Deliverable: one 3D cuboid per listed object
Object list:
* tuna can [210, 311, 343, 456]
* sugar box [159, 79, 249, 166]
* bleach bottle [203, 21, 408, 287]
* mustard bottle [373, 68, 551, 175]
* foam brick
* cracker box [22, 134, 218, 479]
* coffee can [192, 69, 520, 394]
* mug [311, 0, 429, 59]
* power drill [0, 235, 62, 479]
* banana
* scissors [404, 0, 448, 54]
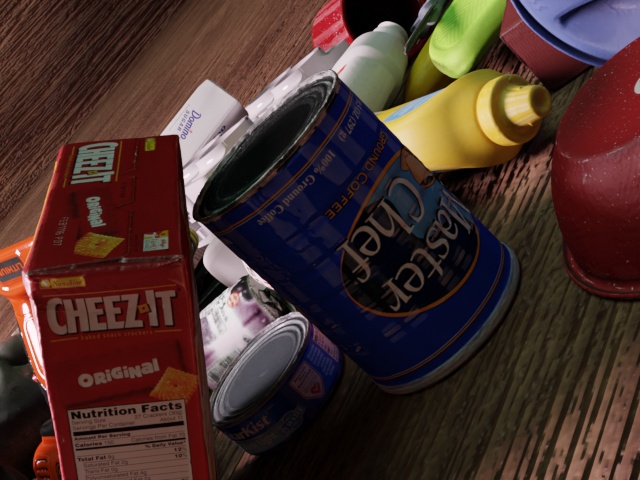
[{"bbox_3d":[-0.027,0.086,0.641,0.086,0.033,0.086,-41,19,17],"label":"tuna can"},{"bbox_3d":[-0.104,-0.088,1.034,0.093,0.048,0.176,-52,-13,-3],"label":"sugar box"},{"bbox_3d":[0.004,-0.074,0.824,0.250,0.068,0.103,-60,7,-32],"label":"bleach bottle"},{"bbox_3d":[0.075,-0.068,0.680,0.096,0.058,0.192,-20,4,-31],"label":"mustard bottle"},{"bbox_3d":[0.155,-0.144,0.689,0.051,0.053,0.078,-34,21,33],"label":"foam brick"},{"bbox_3d":[-0.091,0.075,0.525,0.072,0.214,0.164,-6,24,-6],"label":"cracker box"},{"bbox_3d":[0.019,-0.003,0.553,0.103,0.140,0.103,-41,19,17],"label":"coffee can"},{"bbox_3d":[0.043,-0.188,1.000,0.082,0.093,0.117,161,111,-64],"label":"mug"},{"bbox_3d":[-0.156,0.085,0.713,0.057,0.187,0.185,-17,2,-43],"label":"power drill"},{"bbox_3d":[0.110,-0.172,0.873,0.070,0.037,0.197,-19,33,55],"label":"banana"},{"bbox_3d":[0.080,-0.169,0.835,0.201,0.016,0.096,-59,1,-42],"label":"scissors"}]
